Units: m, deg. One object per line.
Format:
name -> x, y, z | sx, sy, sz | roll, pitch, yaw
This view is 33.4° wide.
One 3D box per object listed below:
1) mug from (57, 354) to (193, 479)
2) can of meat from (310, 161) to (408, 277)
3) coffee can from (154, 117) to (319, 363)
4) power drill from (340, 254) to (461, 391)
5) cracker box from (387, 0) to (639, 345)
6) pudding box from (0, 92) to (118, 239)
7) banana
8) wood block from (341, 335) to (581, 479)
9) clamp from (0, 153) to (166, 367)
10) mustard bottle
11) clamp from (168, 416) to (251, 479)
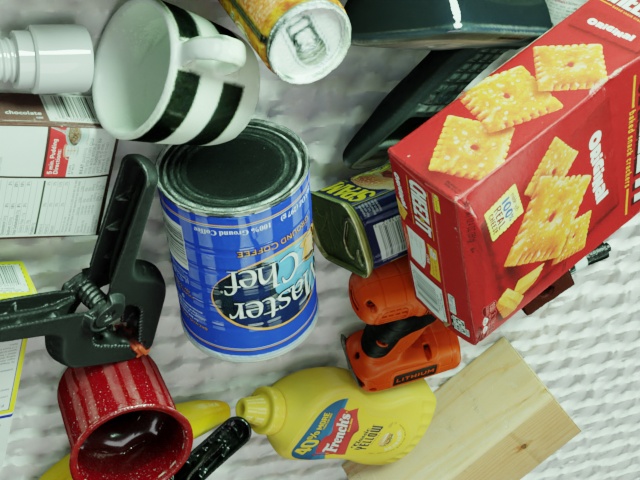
mug -> -0.158, 0.143, 0.815 | 0.093, 0.081, 0.117 | 14, 116, -34
can of meat -> 0.046, -0.020, 0.784 | 0.083, 0.102, 0.057 | -22, 107, -16
coffee can -> -0.055, 0.001, 0.741 | 0.102, 0.103, 0.140 | -19, 134, -16
power drill -> 0.099, 0.053, 0.865 | 0.184, 0.057, 0.188 | -11, 153, -15
cracker box -> 0.154, -0.049, 0.712 | 0.213, 0.072, 0.164 | -36, 143, -15
pudding box -> -0.188, -0.045, 0.667 | 0.113, 0.039, 0.090 | -1, 129, -28
banana -> -0.168, 0.181, 0.883 | 0.198, 0.037, 0.069 | -32, 155, 0
wood block -> 0.137, 0.204, 1.047 | 0.206, 0.090, 0.090 | -39, 136, 6
clamp -> -0.147, 0.031, 0.717 | 0.164, 0.036, 0.210 | -42, 158, -3
mustard bottle -> 0.007, 0.155, 0.947 | 0.191, 0.058, 0.096 | 12, 125, -37
clamp -> -0.133, 0.215, 0.880 | 0.172, 0.039, 0.120 | -45, 173, 36
